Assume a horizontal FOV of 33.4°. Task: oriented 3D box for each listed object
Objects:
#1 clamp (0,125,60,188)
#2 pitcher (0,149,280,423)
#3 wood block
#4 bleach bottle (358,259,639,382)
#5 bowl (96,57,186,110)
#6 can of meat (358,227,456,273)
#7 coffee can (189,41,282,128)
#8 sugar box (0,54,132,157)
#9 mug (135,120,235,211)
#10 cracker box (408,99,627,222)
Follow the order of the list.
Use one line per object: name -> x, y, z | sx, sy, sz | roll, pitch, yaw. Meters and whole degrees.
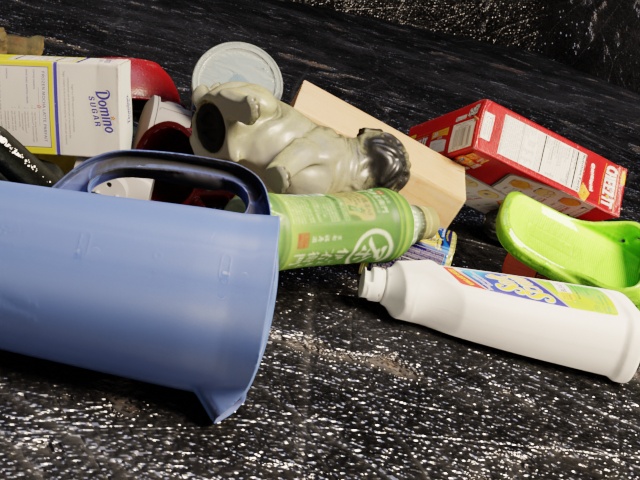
clamp -> -0.182, -0.009, 0.829 | 0.210, 0.165, 0.036 | 23, 60, 1
pitcher -> -0.150, 0.018, 0.732 | 0.242, 0.145, 0.149 | 11, 21, -5
wood block -> 0.047, -0.077, 1.164 | 0.206, 0.090, 0.090 | 28, 26, -8
bleach bottle -> 0.160, 0.064, 0.976 | 0.250, 0.068, 0.102 | 11, 19, -6
bowl -> -0.247, -0.193, 1.328 | 0.162, 0.055, 0.162 | 1, 0, 0
can of meat -> 0.090, 0.011, 1.086 | 0.084, 0.057, 0.102 | 18, 18, 4
coffee can -> -0.103, -0.158, 1.257 | 0.102, 0.103, 0.140 | 14, -16, -5
sugar box -> -0.272, -0.132, 1.035 | 0.176, 0.093, 0.048 | 4, 17, 4
mug -> -0.127, -0.066, 1.103 | 0.081, 0.093, 0.117 | -4, 57, -57
cracker box -> 0.227, -0.084, 1.270 | 0.213, 0.072, 0.164 | 22, -16, -22
